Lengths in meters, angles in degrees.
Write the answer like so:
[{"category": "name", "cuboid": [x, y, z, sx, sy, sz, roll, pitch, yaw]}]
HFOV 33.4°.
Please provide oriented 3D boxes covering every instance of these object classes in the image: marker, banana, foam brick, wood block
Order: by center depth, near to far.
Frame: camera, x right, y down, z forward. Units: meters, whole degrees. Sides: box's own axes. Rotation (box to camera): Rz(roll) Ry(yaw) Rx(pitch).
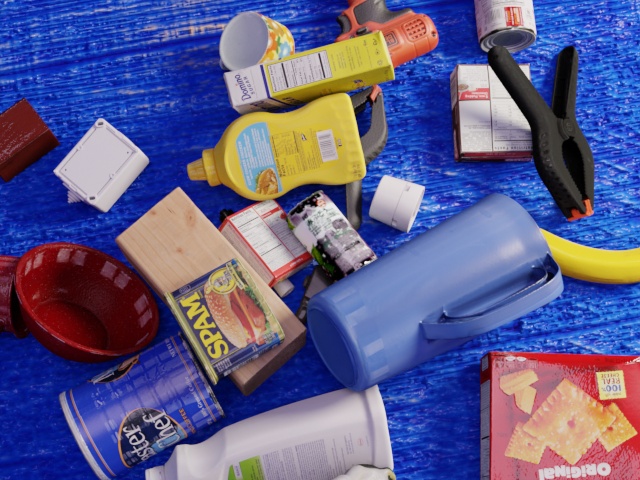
[{"category": "wood block", "cuboid": [-0.116, 0.057, 1.142, 0.090, 0.091, 0.206, -41, 79, -11]}, {"category": "banana", "cuboid": [0.307, 0.015, 1.189, 0.198, 0.037, 0.069, 2, 60, -1]}, {"category": "marker", "cuboid": [-0.073, 0.012, 1.192, 0.020, 0.020, 0.121, -38, 78, -10]}, {"category": "foam brick", "cuboid": [-0.345, -0.114, 1.206, 0.078, 0.053, 0.051, -37, 78, -11]}]

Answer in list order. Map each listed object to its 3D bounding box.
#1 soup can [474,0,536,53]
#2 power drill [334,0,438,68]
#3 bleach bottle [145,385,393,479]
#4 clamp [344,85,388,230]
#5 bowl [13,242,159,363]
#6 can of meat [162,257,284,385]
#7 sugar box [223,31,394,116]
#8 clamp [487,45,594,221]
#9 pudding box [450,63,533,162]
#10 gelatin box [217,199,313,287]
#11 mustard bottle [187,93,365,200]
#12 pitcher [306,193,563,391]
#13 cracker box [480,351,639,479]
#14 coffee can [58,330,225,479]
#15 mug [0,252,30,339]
[{"category": "soup can", "cuboid": [0.214, -0.279, 1.250, 0.068, 0.068, 0.102, -4, 75, -2]}, {"category": "power drill", "cuboid": [0.021, -0.268, 1.252, 0.184, 0.057, 0.188, -24, 78, -3]}, {"category": "bleach bottle", "cuboid": [-0.056, 0.217, 1.097, 0.250, 0.102, 0.068, -12, 30, -3]}, {"category": "clamp", "cuboid": [0.031, -0.094, 1.214, 0.120, 0.039, 0.171, 39, 84, 3]}, {"category": "bowl", "cuboid": [-0.254, 0.076, 1.128, 0.162, 0.161, 0.055, 40, 120, 10]}, {"category": "can of meat", "cuboid": [-0.095, 0.078, 1.060, 0.084, 0.057, 0.102, -29, 77, -10]}, {"category": "sugar box", "cuboid": [-0.010, -0.178, 1.165, 0.176, 0.093, 0.048, -17, 86, 6]}, {"category": "clamp", "cuboid": [0.256, -0.126, 1.192, 0.164, 0.036, 0.210, -1, 78, -43]}, {"category": "pudding box", "cuboid": [0.199, -0.147, 1.229, 0.090, 0.039, 0.113, 0, 77, -3]}, {"category": "gelatin box", "cuboid": [-0.058, 0.001, 1.173, 0.089, 0.030, 0.073, 49, 46, 11]}, {"category": "mustard bottle", "cuboid": [-0.052, -0.095, 1.168, 0.191, 0.058, 0.096, -12, 106, 3]}, {"category": "pitcher", "cuboid": [0.117, 0.059, 1.090, 0.242, 0.149, 0.145, -26, 70, -20]}, {"category": "cracker box", "cuboid": [0.251, 0.225, 1.109, 0.164, 0.072, 0.213, 2, 75, 0]}, {"category": "coffee can", "cuboid": [-0.183, 0.171, 1.103, 0.140, 0.103, 0.103, -28, 77, -8]}, {"category": "mug", "cuboid": [-0.355, 0.065, 1.134, 0.081, 0.093, 0.117, 4, 49, 5]}]
